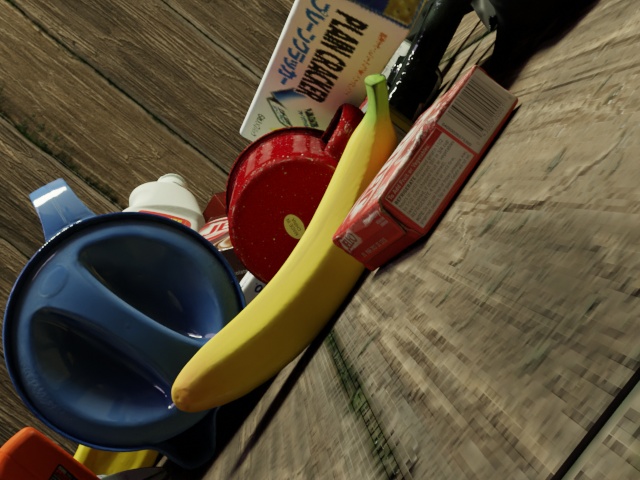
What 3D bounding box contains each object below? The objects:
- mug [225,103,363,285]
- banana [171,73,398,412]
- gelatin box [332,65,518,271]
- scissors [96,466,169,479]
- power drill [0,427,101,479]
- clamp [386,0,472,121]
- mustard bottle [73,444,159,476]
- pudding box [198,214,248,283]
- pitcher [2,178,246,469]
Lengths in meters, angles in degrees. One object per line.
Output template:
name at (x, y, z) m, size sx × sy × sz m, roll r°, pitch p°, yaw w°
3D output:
mug at (-0.007, -0.027, 0.630) m, size 0.117 × 0.093 × 0.081 m, roll -59°, pitch 8°, yaw 10°
banana at (-0.008, 0.010, 0.549) m, size 0.037 × 0.069 × 0.197 m, roll 12°, pitch 66°, yaw 46°
gelatin box at (0.048, -0.033, 0.513) m, size 0.089 × 0.030 × 0.073 m, roll -53°, pitch 4°, yaw -20°
scissors at (-0.162, 0.201, 0.786) m, size 0.016 × 0.096 × 0.202 m, roll -12°, pitch 6°, yaw -41°
power drill at (-0.237, 0.175, 0.751) m, size 0.188 × 0.184 × 0.057 m, roll -15°, pitch 38°, yaw 47°
clamp at (0.074, -0.132, 0.818) m, size 0.120 × 0.039 × 0.171 m, roll 97°, pitch -164°, yaw -77°
mustard bottle at (-0.171, 0.171, 0.935) m, size 0.096 × 0.058 × 0.192 m, roll -55°, pitch 5°, yaw -4°
pudding box at (-0.056, 0.001, 0.911) m, size 0.114 × 0.039 × 0.090 m, roll -11°, pitch 23°, yaw 20°
pitcher at (-0.125, 0.066, 0.692) m, size 0.243 × 0.145 × 0.149 m, roll 120°, pitch 164°, yaw -74°
